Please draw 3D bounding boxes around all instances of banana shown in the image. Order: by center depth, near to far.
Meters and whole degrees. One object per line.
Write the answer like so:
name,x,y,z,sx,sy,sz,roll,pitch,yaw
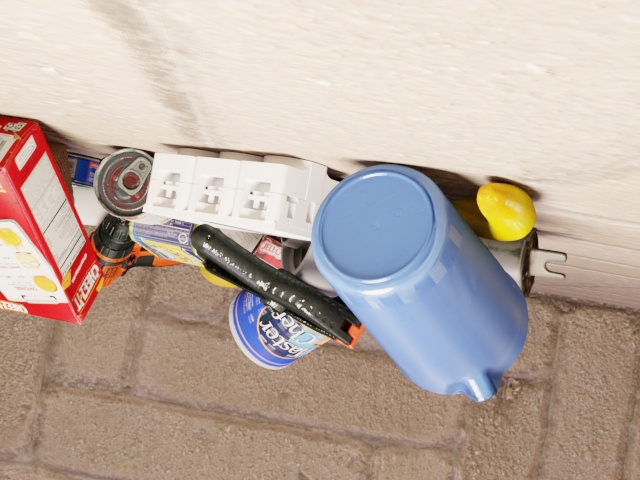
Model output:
banana,0.139,-0.021,0.861,0.069,0.037,0.198,9,178,-5

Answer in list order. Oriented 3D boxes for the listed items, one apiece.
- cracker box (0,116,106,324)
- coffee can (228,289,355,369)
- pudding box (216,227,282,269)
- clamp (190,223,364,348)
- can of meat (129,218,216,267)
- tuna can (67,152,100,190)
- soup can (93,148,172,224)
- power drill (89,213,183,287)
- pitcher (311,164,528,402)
cracker box,-0.312,-0.024,1.003,0.164,0.072,0.213,9,140,19
coffee can,-0.020,0.070,1.184,0.102,0.103,0.141,12,145,-41
pudding box,-0.057,0.001,1.098,0.090,0.039,0.114,33,-175,-38
clamp,-0.041,0.043,0.954,0.171,0.039,0.120,34,175,-2
can of meat,-0.150,-0.007,1.173,0.084,0.057,0.102,11,165,20
tuna can,-0.289,-0.081,1.236,0.086,0.034,0.086,10,178,0
soup can,-0.178,-0.052,1.070,0.068,0.068,0.102,10,178,8
power drill,-0.203,-0.001,1.365,0.187,0.057,0.185,-6,159,-26
pitcher,0.079,0.026,0.884,0.149,0.145,0.242,19,166,28
